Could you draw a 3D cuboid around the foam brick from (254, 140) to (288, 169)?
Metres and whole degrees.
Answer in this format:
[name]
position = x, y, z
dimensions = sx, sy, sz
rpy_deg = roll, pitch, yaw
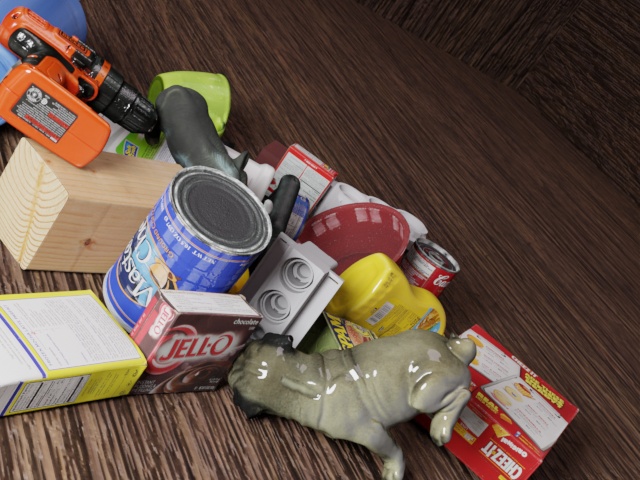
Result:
[foam brick]
position = -0.066, -0.101, 1.505
dimensions = 0.051, 0.053, 0.078
rpy_deg = 36, 18, 1

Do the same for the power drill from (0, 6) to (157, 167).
[power drill]
position = -0.238, -0.139, 1.034
dimensions = 0.184, 0.057, 0.187
rpy_deg = 34, 16, -21

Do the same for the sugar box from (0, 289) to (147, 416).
[sugar box]
position = -0.226, 0.086, 0.824
dimensions = 0.093, 0.048, 0.175
rpy_deg = 45, 26, 26

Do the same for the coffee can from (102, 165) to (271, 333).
[coffee can]
position = -0.123, 0.016, 0.975
dimensions = 0.102, 0.140, 0.103
rpy_deg = 25, 38, -21

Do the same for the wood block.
[wood block]
position = -0.207, -0.027, 1.046
dimensions = 0.090, 0.091, 0.205
rpy_deg = 46, 22, 29

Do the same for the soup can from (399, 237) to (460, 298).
[soup can]
position = 0.122, 0.057, 1.367
dimensions = 0.068, 0.102, 0.068
rpy_deg = 30, 20, -13

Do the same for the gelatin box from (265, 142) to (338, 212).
[gelatin box]
position = -0.031, -0.075, 1.445
dimensions = 0.073, 0.089, 0.030
rpy_deg = 37, 22, 3

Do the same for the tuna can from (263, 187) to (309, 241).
[tuna can]
position = -0.049, -0.023, 1.301
dimensions = 0.033, 0.086, 0.086
rpy_deg = 29, 20, -21

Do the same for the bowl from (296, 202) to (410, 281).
[bowl]
position = 0.036, 0.024, 1.296
dimensions = 0.162, 0.162, 0.055
rpy_deg = -117, -175, -53

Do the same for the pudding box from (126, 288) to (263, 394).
[pudding box]
position = -0.116, 0.088, 0.927
dimensions = 0.039, 0.090, 0.113
rpy_deg = 46, 22, 29

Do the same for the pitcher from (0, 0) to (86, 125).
[pitcher]
position = -0.348, -0.204, 1.199
dimensions = 0.149, 0.145, 0.242
rpy_deg = 19, 26, -7

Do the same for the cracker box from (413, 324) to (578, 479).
[cracker box]
position = 0.194, 0.190, 1.224
dimensions = 0.164, 0.072, 0.213
rpy_deg = 41, 19, 14

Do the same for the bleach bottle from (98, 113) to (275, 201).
[bleach bottle]
position = -0.183, -0.102, 1.235
dimensions = 0.250, 0.102, 0.068
rpy_deg = 31, -19, -14

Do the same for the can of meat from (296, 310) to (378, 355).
[can of meat]
position = 0.025, 0.124, 1.124
dimensions = 0.083, 0.057, 0.102
rpy_deg = 25, 21, -31

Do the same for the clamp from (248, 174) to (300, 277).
[clamp]
position = -0.058, 0.001, 1.191
dimensions = 0.039, 0.120, 0.171
rpy_deg = 21, 27, -18

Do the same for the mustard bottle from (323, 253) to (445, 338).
[mustard bottle]
position = 0.090, 0.092, 1.232
dimensions = 0.191, 0.096, 0.058
rpy_deg = 38, 14, -43
